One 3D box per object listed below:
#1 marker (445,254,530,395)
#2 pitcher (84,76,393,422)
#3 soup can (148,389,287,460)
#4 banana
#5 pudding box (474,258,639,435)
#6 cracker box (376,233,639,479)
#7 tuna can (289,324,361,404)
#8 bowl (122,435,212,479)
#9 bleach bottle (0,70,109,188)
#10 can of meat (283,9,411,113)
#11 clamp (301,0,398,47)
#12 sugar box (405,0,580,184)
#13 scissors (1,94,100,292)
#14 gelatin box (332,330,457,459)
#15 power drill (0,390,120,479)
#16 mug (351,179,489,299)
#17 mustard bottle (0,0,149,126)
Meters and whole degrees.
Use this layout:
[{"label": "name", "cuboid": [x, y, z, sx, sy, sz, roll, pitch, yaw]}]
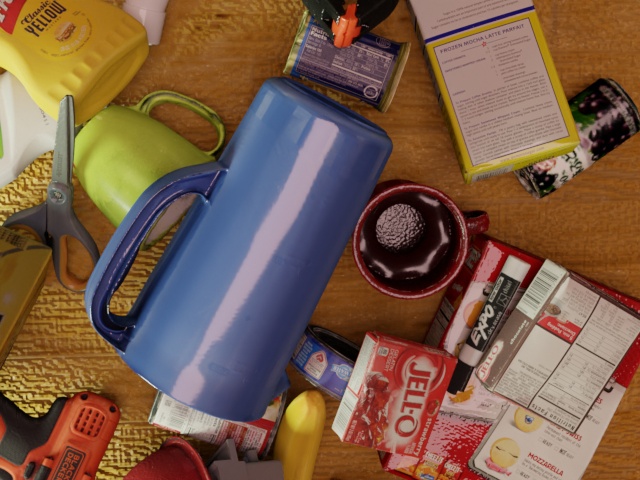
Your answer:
[{"label": "marker", "cuboid": [0.131, 0.069, 0.851, 0.020, 0.020, 0.121, 26, 97, -8]}, {"label": "pitcher", "cuboid": [-0.055, 0.001, 0.800, 0.145, 0.149, 0.243, 31, 100, 16]}, {"label": "soup can", "cuboid": [-0.087, 0.137, 0.897, 0.102, 0.068, 0.068, 19, 99, -7]}, {"label": "banana", "cuboid": [-0.022, 0.198, 0.905, 0.037, 0.070, 0.198, 4, 115, -14]}, {"label": "pudding box", "cuboid": [0.189, 0.085, 0.842, 0.090, 0.039, 0.113, 29, 98, -21]}, {"label": "cracker box", "cuboid": [0.164, 0.120, 0.909, 0.164, 0.072, 0.214, 23, 98, -8]}, {"label": "tuna can", "cuboid": [0.017, 0.106, 0.889, 0.086, 0.086, 0.034, 30, 95, -9]}, {"label": "bowl", "cuboid": [-0.132, 0.243, 0.864, 0.055, 0.162, 0.162, -4, 102, -29]}, {"label": "bleach bottle", "cuboid": [-0.288, -0.067, 0.850, 0.251, 0.068, 0.102, -20, 101, -2]}, {"label": "can of meat", "cuboid": [0.018, -0.142, 0.836, 0.084, 0.102, 0.057, 19, 99, -5]}, {"label": "clamp", "cuboid": [0.033, -0.214, 0.812, 0.120, 0.039, 0.171, -2, 56, -6]}, {"label": "sugar box", "cuboid": [0.132, -0.142, 0.846, 0.093, 0.048, 0.176, -16, 80, 2]}, {"label": "scissors", "cuboid": [-0.220, -0.036, 0.834, 0.096, 0.016, 0.202, 7, 133, 10]}, {"label": "gelatin box", "cuboid": [0.059, 0.122, 0.843, 0.073, 0.030, 0.089, 16, 99, -21]}, {"label": "power drill", "cuboid": [-0.281, 0.185, 0.876, 0.187, 0.057, 0.184, 26, 72, -9]}, {"label": "mug", "cuboid": [0.080, -0.008, 0.873, 0.117, 0.081, 0.093, -13, 101, -1]}, {"label": "mustard bottle", "cuboid": [-0.232, -0.175, 0.818, 0.192, 0.058, 0.096, 36, 72, 11]}]
